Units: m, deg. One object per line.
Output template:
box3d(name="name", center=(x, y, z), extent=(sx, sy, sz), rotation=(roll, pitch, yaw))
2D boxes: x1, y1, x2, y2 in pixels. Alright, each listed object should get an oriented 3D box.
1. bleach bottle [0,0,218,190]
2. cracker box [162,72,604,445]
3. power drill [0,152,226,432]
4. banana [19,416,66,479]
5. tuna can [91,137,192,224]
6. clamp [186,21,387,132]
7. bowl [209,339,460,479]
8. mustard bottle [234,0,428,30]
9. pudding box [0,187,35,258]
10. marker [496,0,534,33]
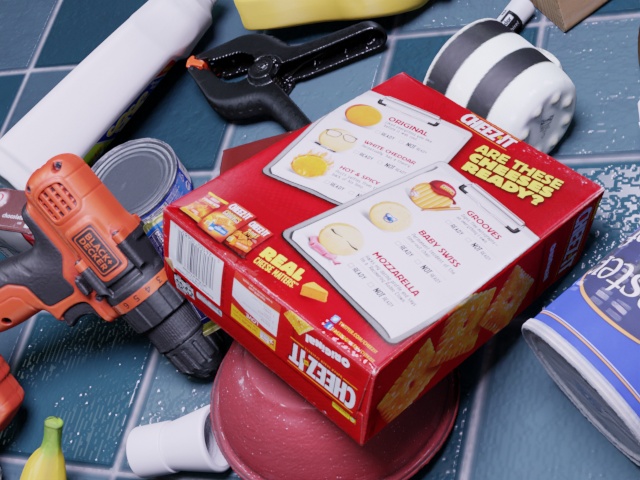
box3d(name="bleach bottle", center=(-0.169, -0.133, 0.886), extent=(0.068, 0.103, 0.250), rotation=(41, 78, -4))
box3d(name="cracker box", center=(0.038, -0.001, 0.639), extent=(0.164, 0.072, 0.213), rotation=(36, 50, 27))
box3d(name="power drill", center=(-0.181, 0.058, 0.743), extent=(0.188, 0.184, 0.057), rotation=(-36, 9, 13))
box3d(name="banana", center=(-0.183, 0.216, 0.681), extent=(0.037, 0.070, 0.198), rotation=(-2, 59, -8))
box3d(name="tuna can", center=(-0.145, -0.038, 0.846), extent=(0.086, 0.033, 0.086), rotation=(-13, 51, 17))
box3d(name="clamp", center=(-0.038, -0.120, 0.847), extent=(0.172, 0.039, 0.120), rotation=(1, 55, 31))
box3d(name="bowl", center=(0.004, 0.079, 0.660), extent=(0.162, 0.055, 0.162), rotation=(-7, 49, 8))
box3d(name="mustard bottle", center=(0.031, -0.214, 0.858), extent=(0.192, 0.058, 0.096), rotation=(0, 41, 27))
box3d(name="pudding box", center=(-0.202, 0.000, 0.817), extent=(0.114, 0.090, 0.039), rotation=(9, 65, 30))
box3d(name="marker", center=(0.115, -0.132, 0.789), extent=(0.020, 0.020, 0.121), rotation=(32, 77, 38))
